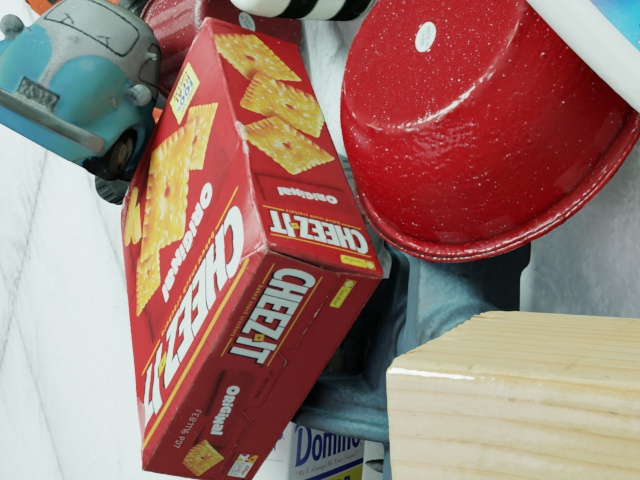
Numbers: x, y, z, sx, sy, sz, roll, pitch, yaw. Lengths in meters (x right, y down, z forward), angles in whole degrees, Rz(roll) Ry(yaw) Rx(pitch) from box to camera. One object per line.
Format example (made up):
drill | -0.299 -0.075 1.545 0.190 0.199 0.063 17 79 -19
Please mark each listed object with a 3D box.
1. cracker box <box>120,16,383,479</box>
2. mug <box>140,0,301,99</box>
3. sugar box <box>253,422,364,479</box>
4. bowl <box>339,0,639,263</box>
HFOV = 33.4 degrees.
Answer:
cracker box | -0.054 0.001 0.599 0.164 0.072 0.214 -60 29 32
mug | -0.062 -0.151 0.731 0.082 0.093 0.117 -6 57 57
sugar box | -0.014 0.180 0.670 0.048 0.093 0.176 1 79 33
bowl | 0.062 -0.074 0.464 0.162 0.055 0.162 -25 50 32
